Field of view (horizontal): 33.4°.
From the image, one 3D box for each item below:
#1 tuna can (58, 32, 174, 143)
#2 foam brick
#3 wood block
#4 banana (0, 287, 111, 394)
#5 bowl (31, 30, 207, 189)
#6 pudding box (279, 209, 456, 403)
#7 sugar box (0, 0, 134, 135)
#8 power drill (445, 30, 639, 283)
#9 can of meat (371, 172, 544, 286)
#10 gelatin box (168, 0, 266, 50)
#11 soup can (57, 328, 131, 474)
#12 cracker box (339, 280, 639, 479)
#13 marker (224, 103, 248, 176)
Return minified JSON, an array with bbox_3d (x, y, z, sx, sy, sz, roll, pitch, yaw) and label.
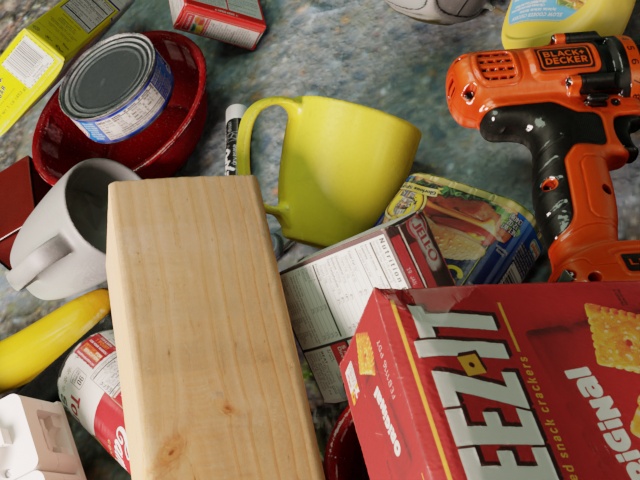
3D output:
[{"bbox_3d":[-0.156,-0.117,0.820,0.086,0.033,0.086,-15,51,19],"label":"tuna can"},{"bbox_3d":[-0.237,-0.017,0.859,0.053,0.051,0.078,-29,48,10],"label":"foam brick"},{"bbox_3d":[-0.066,0.072,0.601,0.090,0.091,0.206,-4,56,-16],"label":"wood block"},{"bbox_3d":[-0.243,0.086,0.797,0.198,0.037,0.069,-17,50,19],"label":"banana"},{"bbox_3d":[-0.150,-0.091,0.860,0.162,0.055,0.162,-16,51,20],"label":"bowl"},{"bbox_3d":[0.030,0.042,0.611,0.039,0.090,0.114,-24,1,-43],"label":"pudding box"},{"bbox_3d":[-0.224,-0.162,0.897,0.093,0.048,0.176,-40,17,26],"label":"sugar box"},{"bbox_3d":[0.177,-0.041,0.612,0.184,0.057,0.187,-6,56,-6],"label":"power drill"},{"bbox_3d":[0.075,0.012,0.655,0.102,0.057,0.084,22,67,38],"label":"can of meat"},{"bbox_3d":[-0.090,-0.204,0.896,0.030,0.073,0.089,-56,36,37],"label":"gelatin box"},{"bbox_3d":[-0.116,0.108,0.687,0.102,0.068,0.068,31,76,41],"label":"soup can"},{"bbox_3d":[0.133,0.096,0.476,0.213,0.072,0.164,0,47,-18],"label":"cracker box"},{"bbox_3d":[-0.063,-0.054,0.807,0.020,0.020,0.121,-17,51,18],"label":"marker"}]
